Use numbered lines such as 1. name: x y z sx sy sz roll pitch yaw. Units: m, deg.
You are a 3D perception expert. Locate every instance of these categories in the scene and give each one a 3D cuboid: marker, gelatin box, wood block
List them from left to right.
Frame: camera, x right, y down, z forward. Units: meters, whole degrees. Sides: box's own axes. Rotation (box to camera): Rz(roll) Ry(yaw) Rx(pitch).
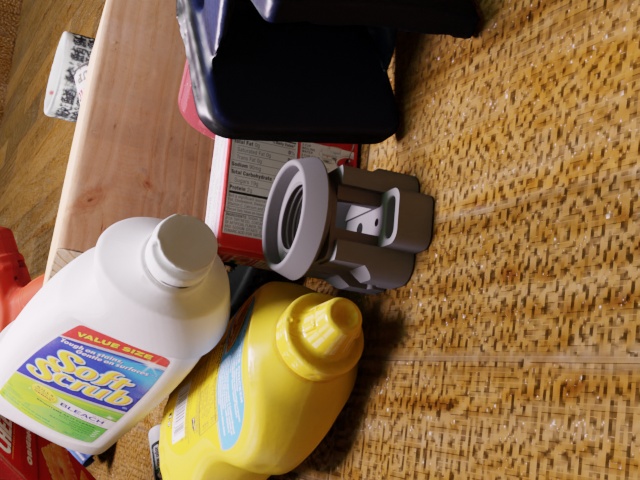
1. wood block: -0.118 -0.056 0.704 0.091 0.090 0.206 129 150 -55
2. marker: -0.106 0.178 0.742 0.121 0.020 0.020 -109 36 -50
3. gelatin box: -0.020 -0.029 0.556 0.030 0.073 0.089 151 126 -62

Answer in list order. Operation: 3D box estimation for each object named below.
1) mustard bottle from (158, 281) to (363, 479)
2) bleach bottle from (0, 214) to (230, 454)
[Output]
1. mustard bottle: -0.029 0.075 0.550 0.192 0.058 0.096 133 149 -53
2. bleach bottle: -0.117 0.046 0.580 0.251 0.102 0.068 -45 16 56
